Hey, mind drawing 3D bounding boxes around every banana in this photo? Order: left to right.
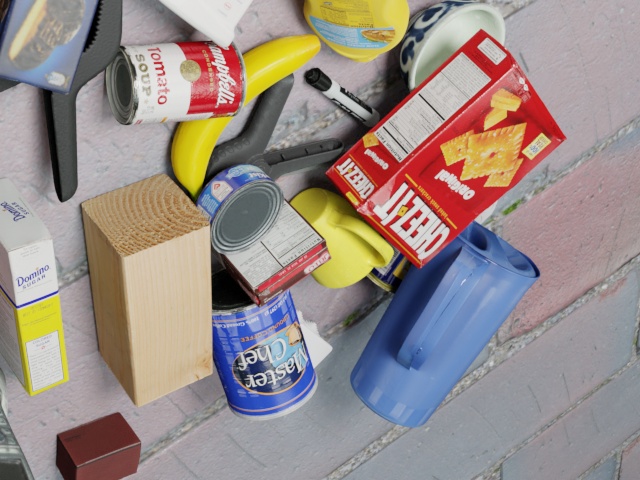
[{"bbox_3d":[-0.081,-0.123,0.988,0.069,0.037,0.198,28,105,-43],"label":"banana"}]

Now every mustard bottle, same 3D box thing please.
[{"bbox_3d":[0.031,-0.213,0.960,0.191,0.096,0.058,67,34,-70],"label":"mustard bottle"}]

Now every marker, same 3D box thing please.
[{"bbox_3d":[0.023,-0.146,1.086,0.020,0.020,0.121,-51,143,9],"label":"marker"}]

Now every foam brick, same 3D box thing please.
[{"bbox_3d":[-0.244,0.234,1.170,0.078,0.053,0.051,-17,135,-31],"label":"foam brick"}]

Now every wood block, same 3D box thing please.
[{"bbox_3d":[-0.165,0.050,1.037,0.090,0.090,0.206,-23,139,-27],"label":"wood block"}]

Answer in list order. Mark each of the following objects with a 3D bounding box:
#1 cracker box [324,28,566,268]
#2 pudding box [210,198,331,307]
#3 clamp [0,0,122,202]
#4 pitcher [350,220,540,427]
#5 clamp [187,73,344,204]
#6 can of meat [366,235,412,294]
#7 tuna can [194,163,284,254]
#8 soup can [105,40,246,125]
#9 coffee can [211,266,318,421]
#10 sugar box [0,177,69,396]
[{"bbox_3d":[0.134,-0.087,1.098,0.214,0.072,0.164,-43,143,6],"label":"cracker box"},{"bbox_3d":[-0.057,0.001,1.072,0.090,0.114,0.039,-34,145,-14],"label":"pudding box"},{"bbox_3d":[-0.214,-0.133,0.850,0.210,0.036,0.164,-51,136,4],"label":"clamp"},{"bbox_3d":[0.133,0.097,1.237,0.149,0.145,0.243,20,111,-30],"label":"pitcher"},{"bbox_3d":[-0.057,-0.076,1.056,0.171,0.039,0.120,-45,126,7],"label":"clamp"},{"bbox_3d":[0.106,0.020,1.297,0.101,0.057,0.084,22,107,-51],"label":"can of meat"},{"bbox_3d":[-0.078,-0.030,1.015,0.086,0.034,0.086,-30,144,-25],"label":"tuna can"},{"bbox_3d":[-0.123,-0.135,0.906,0.102,0.069,0.069,-9,131,-29],"label":"soup can"},{"bbox_3d":[-0.069,0.105,1.136,0.102,0.103,0.140,-28,120,-22],"label":"coffee can"},{"bbox_3d":[-0.262,0.042,0.932,0.048,0.093,0.176,-21,138,-30],"label":"sugar box"}]
